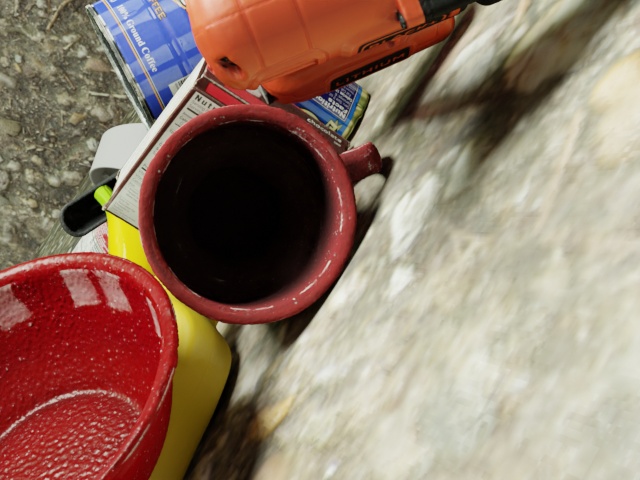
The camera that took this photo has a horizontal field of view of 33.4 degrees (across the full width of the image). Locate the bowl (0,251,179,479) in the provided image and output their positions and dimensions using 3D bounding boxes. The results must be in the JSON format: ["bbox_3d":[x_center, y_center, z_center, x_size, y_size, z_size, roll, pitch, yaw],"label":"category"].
[{"bbox_3d":[-0.120,0.080,0.429,0.162,0.055,0.162,-15,40,13],"label":"bowl"}]

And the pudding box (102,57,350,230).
[{"bbox_3d":[-0.052,-0.035,0.573,0.114,0.090,0.039,-45,19,38],"label":"pudding box"}]

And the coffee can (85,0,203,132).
[{"bbox_3d":[-0.065,-0.135,0.691,0.140,0.103,0.103,-28,13,-8],"label":"coffee can"}]

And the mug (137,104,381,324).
[{"bbox_3d":[-0.027,-0.017,0.488,0.117,0.093,0.081,-27,6,-9],"label":"mug"}]

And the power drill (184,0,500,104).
[{"bbox_3d":[0.036,-0.107,0.428,0.184,0.057,0.188,-21,4,-4],"label":"power drill"}]

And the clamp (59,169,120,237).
[{"bbox_3d":[-0.092,-0.069,0.776,0.165,0.036,0.210,-22,16,17],"label":"clamp"}]

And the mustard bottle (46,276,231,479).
[{"bbox_3d":[-0.091,0.083,0.506,0.096,0.058,0.191,-23,33,42],"label":"mustard bottle"}]
